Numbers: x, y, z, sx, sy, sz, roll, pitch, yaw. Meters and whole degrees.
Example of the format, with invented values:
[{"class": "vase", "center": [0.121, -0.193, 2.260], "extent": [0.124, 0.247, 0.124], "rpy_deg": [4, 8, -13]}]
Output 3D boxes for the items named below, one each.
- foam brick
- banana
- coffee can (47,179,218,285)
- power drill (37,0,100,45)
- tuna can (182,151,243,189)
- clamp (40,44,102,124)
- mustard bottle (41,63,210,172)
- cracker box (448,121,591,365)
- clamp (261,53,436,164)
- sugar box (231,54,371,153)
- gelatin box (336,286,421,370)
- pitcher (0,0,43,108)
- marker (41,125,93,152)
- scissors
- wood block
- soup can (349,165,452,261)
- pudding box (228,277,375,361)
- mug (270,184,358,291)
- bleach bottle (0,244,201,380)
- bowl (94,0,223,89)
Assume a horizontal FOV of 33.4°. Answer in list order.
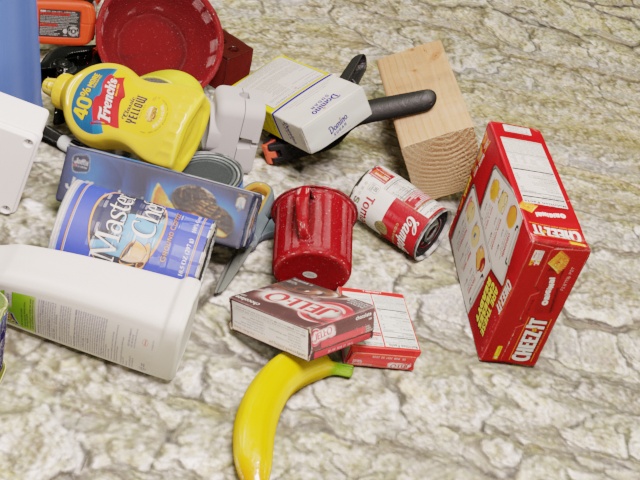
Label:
[{"class": "foam brick", "center": [-0.135, -0.240, 1.397], "extent": [0.078, 0.051, 0.052], "rpy_deg": [35, 40, 21]}, {"class": "banana", "center": [-0.036, 0.147, 0.956], "extent": [0.070, 0.037, 0.197], "rpy_deg": [26, 37, 14]}, {"class": "coffee can", "center": [-0.179, 0.011, 1.017], "extent": [0.140, 0.103, 0.102], "rpy_deg": [16, 37, -2]}, {"class": "power drill", "center": [-0.364, -0.308, 1.364], "extent": [0.184, 0.057, 0.188], "rpy_deg": [-2, 31, -17]}, {"class": "tuna can", "center": [-0.127, -0.061, 1.174], "extent": [0.086, 0.034, 0.086], "rpy_deg": [2, 39, -2]}, {"class": "clamp", "center": [-0.322, -0.199, 1.282], "extent": [0.120, 0.039, 0.171], "rpy_deg": [27, 34, 4]}, {"class": "mustard bottle", "center": [-0.223, -0.144, 1.175], "extent": [0.192, 0.058, 0.096], "rpy_deg": [20, 79, 17]}, {"class": "cracker box", "center": [0.205, 0.001, 1.137], "extent": [0.072, 0.164, 0.213], "rpy_deg": [7, 38, -11]}, {"class": "clamp", "center": [0.016, -0.159, 1.307], "extent": [0.210, 0.036, 0.165], "rpy_deg": [-28, 37, -10]}, {"class": "sugar box", "center": [-0.028, -0.164, 1.265], "extent": [0.093, 0.048, 0.176], "rpy_deg": [-36, 39, -17]}, {"class": "gelatin box", "center": [0.055, 0.089, 1.074], "extent": [0.073, 0.030, 0.089], "rpy_deg": [7, 38, -17]}, {"class": "pitcher", "center": [-0.360, -0.227, 1.101], "extent": [0.149, 0.243, 0.145], "rpy_deg": [5, 45, -11]}, {"class": "marker", "center": [-0.263, -0.097, 1.190], "extent": [0.121, 0.020, 0.020], "rpy_deg": [27, 38, 13]}, {"class": "scissors", "center": [-0.058, 0.001, 1.151], "extent": [0.096, 0.016, 0.201], "rpy_deg": [12, 37, -8]}, {"class": "wood block", "center": [0.136, -0.153, 1.343], "extent": [0.090, 0.091, 0.206], "rpy_deg": [-16, 40, 6]}, {"class": "soup can", "center": [0.089, -0.032, 1.211], "extent": [0.102, 0.069, 0.068], "rpy_deg": [36, 40, 23]}, {"class": "pudding box", "center": [-0.018, 0.073, 1.018], "extent": [0.114, 0.039, 0.089], "rpy_deg": [15, 20, 42]}, {"class": "mug", "center": [-0.009, -0.005, 1.094], "extent": [0.093, 0.117, 0.081], "rpy_deg": [-2, 52, 6]}, {"class": "bleach bottle", "center": [-0.238, 0.045, 0.948], "extent": [0.251, 0.103, 0.068], "rpy_deg": [18, 47, -1]}, {"class": "bowl", "center": [-0.205, -0.247, 1.335], "extent": [0.162, 0.055, 0.162], "rpy_deg": [2, 84, -20]}]
